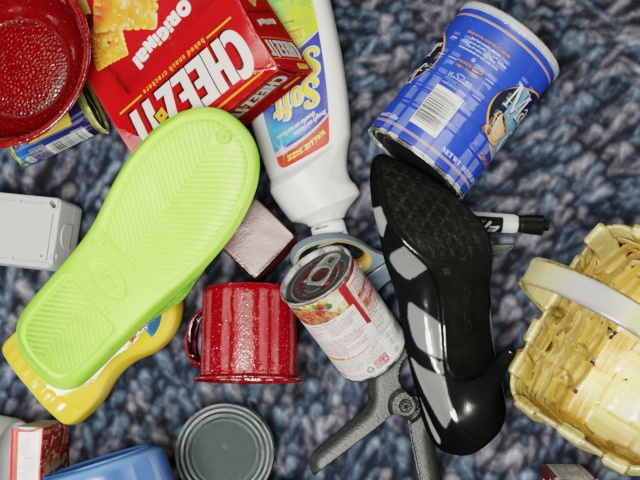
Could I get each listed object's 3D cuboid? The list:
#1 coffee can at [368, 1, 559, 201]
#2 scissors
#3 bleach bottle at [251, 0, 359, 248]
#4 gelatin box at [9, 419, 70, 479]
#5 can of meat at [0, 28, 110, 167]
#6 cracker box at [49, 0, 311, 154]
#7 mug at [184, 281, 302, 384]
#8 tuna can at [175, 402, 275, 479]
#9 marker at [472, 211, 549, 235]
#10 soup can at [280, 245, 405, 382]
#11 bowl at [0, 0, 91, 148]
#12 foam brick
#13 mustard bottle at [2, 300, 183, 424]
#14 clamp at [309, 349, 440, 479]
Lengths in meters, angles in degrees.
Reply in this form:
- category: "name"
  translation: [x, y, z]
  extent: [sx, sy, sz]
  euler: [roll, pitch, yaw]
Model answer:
- category: "coffee can"
  translation: [0.124, -0.120, 0.925]
  extent: [0.103, 0.103, 0.140]
  euler: [37, 87, 5]
- category: "scissors"
  translation: [0.068, 0.036, 0.950]
  extent: [0.201, 0.016, 0.096]
  euler: [6, 116, -16]
- category: "bleach bottle"
  translation: [-0.013, -0.120, 0.952]
  extent: [0.102, 0.068, 0.251]
  euler: [-15, 86, 4]
- category: "gelatin box"
  translation: [-0.239, 0.193, 0.914]
  extent: [0.030, 0.089, 0.073]
  euler: [1, 85, 2]
- category: "can of meat"
  translation: [-0.251, -0.127, 0.964]
  extent: [0.084, 0.057, 0.102]
  euler: [-25, 83, 2]
- category: "cracker box"
  translation: [-0.134, -0.186, 0.922]
  extent: [0.164, 0.072, 0.214]
  euler: [-35, 80, 25]
- category: "mug"
  translation: [-0.071, 0.082, 0.927]
  extent: [0.117, 0.093, 0.081]
  euler: [-8, 77, 37]
- category: "tuna can"
  translation: [-0.083, 0.185, 0.937]
  extent: [0.086, 0.034, 0.086]
  euler: [0, 84, 2]
- category: "marker"
  translation: [0.144, -0.017, 0.956]
  extent: [0.121, 0.020, 0.020]
  euler: [4, 84, 3]
- category: "soup can"
  translation: [0.021, 0.063, 0.904]
  extent: [0.068, 0.068, 0.102]
  euler: [-37, 120, -2]
- category: "bowl"
  translation: [-0.266, -0.154, 0.911]
  extent: [0.162, 0.055, 0.162]
  euler: [-1, 85, 6]
- category: "foam brick"
  translation: [-0.056, 0.001, 0.932]
  extent: [0.053, 0.078, 0.051]
  euler: [44, 86, 5]
- category: "mustard bottle"
  translation: [-0.179, 0.066, 0.940]
  extent: [0.191, 0.058, 0.096]
  euler: [-42, 79, -3]
- category: "clamp"
  translation: [0.080, 0.154, 0.932]
  extent: [0.120, 0.039, 0.171]
  euler: [30, 85, -3]
